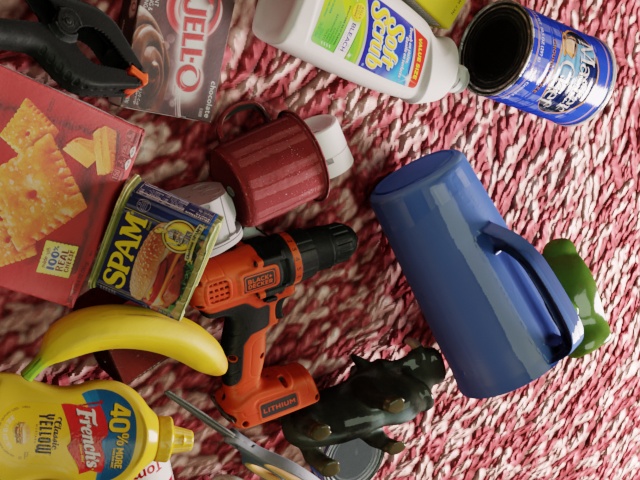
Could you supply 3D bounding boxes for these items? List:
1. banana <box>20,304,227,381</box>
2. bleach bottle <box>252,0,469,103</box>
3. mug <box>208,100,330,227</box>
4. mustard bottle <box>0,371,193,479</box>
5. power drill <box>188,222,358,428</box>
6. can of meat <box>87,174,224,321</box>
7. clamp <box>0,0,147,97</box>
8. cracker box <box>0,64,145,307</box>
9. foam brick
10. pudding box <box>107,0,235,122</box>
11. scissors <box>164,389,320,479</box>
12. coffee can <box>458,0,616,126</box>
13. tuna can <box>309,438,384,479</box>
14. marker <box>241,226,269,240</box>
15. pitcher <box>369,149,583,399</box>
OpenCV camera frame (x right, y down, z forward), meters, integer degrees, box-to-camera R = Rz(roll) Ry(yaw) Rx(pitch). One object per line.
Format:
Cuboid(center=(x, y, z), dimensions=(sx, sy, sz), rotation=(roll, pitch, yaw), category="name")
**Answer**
Cuboid(center=(-0.159, 0.087, 0.925), dimensions=(0.197, 0.037, 0.070), rotation=(5, 127, -35), category="banana")
Cuboid(center=(0.056, -0.198, 1.029), dimensions=(0.250, 0.068, 0.102), rotation=(14, 100, -41), category="bleach bottle")
Cuboid(center=(-0.055, -0.074, 0.984), dimensions=(0.081, 0.093, 0.117), rotation=(-26, 89, -21), category="mug")
Cuboid(center=(-0.205, 0.167, 0.922), dimensions=(0.191, 0.058, 0.096), rotation=(7, 82, -18), category="mustard bottle")
Cuboid(center=(-0.043, 0.080, 1.046), dimensions=(0.184, 0.057, 0.188), rotation=(-16, 119, -24), category="power drill")
Cuboid(center=(-0.138, 0.008, 0.900), dimensions=(0.084, 0.057, 0.102), rotation=(23, 111, -2), category="can of meat")
Cuboid(center=(-0.208, -0.174, 0.830), dimensions=(0.171, 0.039, 0.120), rotation=(26, 62, -40), category="clamp")
Cuboid(center=(-0.264, -0.056, 0.839), dimensions=(0.213, 0.072, 0.164), rotation=(23, 92, -39), category="cracker box")
Cuboid(center=(-0.181, 0.081, 0.962), dimensions=(0.051, 0.053, 0.078), rotation=(-32, 122, -23), category="foam brick")
Cuboid(center=(-0.129, -0.164, 0.919), dimensions=(0.089, 0.039, 0.113), rotation=(6, 102, -36), category="pudding box")
Cuboid(center=(-0.088, 0.205, 1.078), dimensions=(0.201, 0.096, 0.016), rotation=(34, 64, -17), category="scissors")
Cuboid(center=(0.230, -0.186, 1.134), dimensions=(0.140, 0.103, 0.103), rotation=(12, 99, -38), category="coffee can")
Cuboid(center=(0.029, 0.234, 1.183), dimensions=(0.085, 0.034, 0.086), rotation=(-13, 114, -32), category="tuna can")
Cuboid(center=(-0.057, 0.001, 1.045), dimensions=(0.121, 0.020, 0.020), rotation=(36, 84, -39), category="marker")
Cuboid(center=(0.158, 0.031, 1.098), dimensions=(0.149, 0.145, 0.243), rotation=(-27, 103, 12), category="pitcher")
